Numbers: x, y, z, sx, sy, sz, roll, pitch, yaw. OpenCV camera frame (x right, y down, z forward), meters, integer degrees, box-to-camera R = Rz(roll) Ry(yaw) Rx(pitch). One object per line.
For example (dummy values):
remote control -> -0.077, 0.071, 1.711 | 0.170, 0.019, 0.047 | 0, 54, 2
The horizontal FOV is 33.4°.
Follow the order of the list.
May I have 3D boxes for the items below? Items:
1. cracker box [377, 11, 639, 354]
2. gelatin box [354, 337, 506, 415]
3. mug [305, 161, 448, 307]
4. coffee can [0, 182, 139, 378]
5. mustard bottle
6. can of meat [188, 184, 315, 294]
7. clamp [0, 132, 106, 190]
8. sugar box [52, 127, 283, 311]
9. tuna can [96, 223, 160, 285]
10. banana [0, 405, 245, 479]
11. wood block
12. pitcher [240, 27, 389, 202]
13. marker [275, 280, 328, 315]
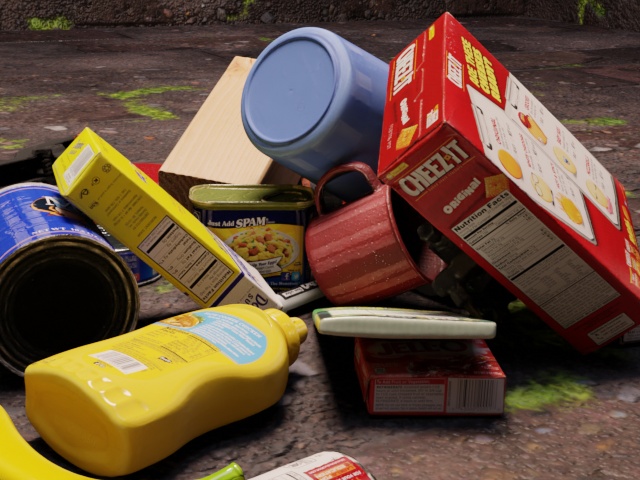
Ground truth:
cracker box -> 0.139, -0.041, 0.772 | 0.213, 0.072, 0.164 | 39, 31, -20
gelatin box -> 0.069, 0.086, 0.696 | 0.089, 0.030, 0.073 | 1, 16, -4
mug -> 0.036, -0.005, 0.825 | 0.082, 0.117, 0.093 | -23, 14, 26
coffee can -> -0.193, 0.025, 0.746 | 0.102, 0.103, 0.140 | -5, 19, -22
mustard bottle -> -0.077, 0.080, 0.654 | 0.096, 0.058, 0.191 | 17, 23, 38
can of meat -> -0.056, 0.001, 0.870 | 0.102, 0.084, 0.057 | 0, 17, -6
clamp -> -0.243, -0.070, 0.991 | 0.165, 0.036, 0.209 | -2, 15, 16
sugar box -> -0.110, -0.004, 0.773 | 0.176, 0.048, 0.093 | 39, 2, -24
tuna can -> -0.177, 0.012, 0.910 | 0.086, 0.034, 0.086 | 1, 17, -1
banana -> -0.132, 0.122, 0.539 | 0.198, 0.037, 0.069 | 9, 28, 32
wood block -> -0.070, -0.079, 1.000 | 0.091, 0.090, 0.206 | 9, 40, 11
pitcher -> 0.053, -0.094, 0.905 | 0.145, 0.149, 0.242 | 14, -5, 38
marker -> -0.003, 0.041, 0.855 | 0.020, 0.020, 0.120 | 15, 22, 38
